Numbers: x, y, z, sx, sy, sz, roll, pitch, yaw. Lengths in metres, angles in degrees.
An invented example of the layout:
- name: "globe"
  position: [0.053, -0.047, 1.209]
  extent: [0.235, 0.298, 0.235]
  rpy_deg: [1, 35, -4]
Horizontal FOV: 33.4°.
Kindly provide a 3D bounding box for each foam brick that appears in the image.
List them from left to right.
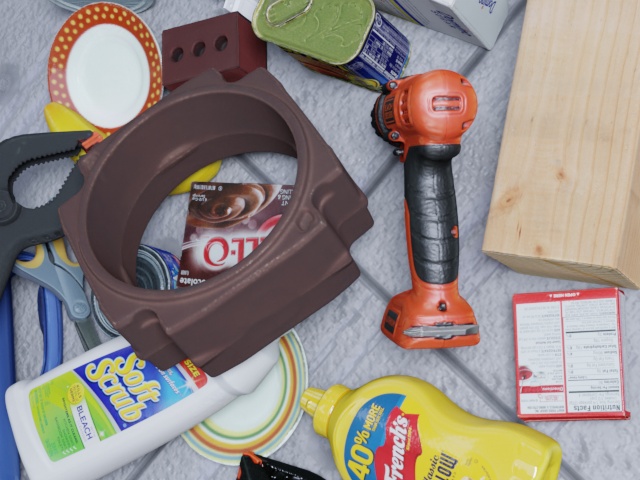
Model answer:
- name: "foam brick"
  position: [-0.090, -0.154, 0.904]
  extent: [0.078, 0.051, 0.053]
  rpy_deg: [-10, 75, 26]

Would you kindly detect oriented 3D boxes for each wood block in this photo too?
- name: "wood block"
  position: [0.182, -0.080, 0.724]
  extent: [0.090, 0.090, 0.206]
  rpy_deg: [8, 83, 28]

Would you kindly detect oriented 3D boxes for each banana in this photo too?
- name: "banana"
  position: [-0.162, -0.076, 0.929]
  extent: [0.198, 0.037, 0.069]
  rpy_deg: [9, 81, 22]

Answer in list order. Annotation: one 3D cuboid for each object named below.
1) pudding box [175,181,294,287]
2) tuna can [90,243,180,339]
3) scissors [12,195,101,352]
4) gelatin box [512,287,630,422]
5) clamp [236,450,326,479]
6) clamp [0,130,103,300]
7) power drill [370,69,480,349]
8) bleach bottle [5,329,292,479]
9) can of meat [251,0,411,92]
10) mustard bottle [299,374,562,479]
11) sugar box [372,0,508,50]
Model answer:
- name: "pudding box"
  position: [-0.056, 0.001, 0.860]
  extent: [0.114, 0.039, 0.090]
  rpy_deg: [3, 81, 28]
- name: "tuna can"
  position: [-0.152, 0.046, 0.904]
  extent: [0.086, 0.033, 0.086]
  rpy_deg: [-6, 77, 26]
- name: "scissors"
  position: [-0.229, 0.054, 0.919]
  extent: [0.016, 0.096, 0.202]
  rpy_deg: [-38, 57, 54]
- name: "gelatin box"
  position: [0.172, 0.079, 0.731]
  extent: [0.073, 0.030, 0.089]
  rpy_deg: [-6, 77, 25]
- name: "clamp"
  position: [-0.006, 0.198, 0.752]
  extent: [0.172, 0.120, 0.039]
  rpy_deg: [18, 93, 33]
- name: "clamp"
  position: [-0.261, -0.014, 0.884]
  extent: [0.210, 0.036, 0.164]
  rpy_deg: [-31, 87, -10]
- name: "power drill"
  position: [0.068, -0.023, 0.753]
  extent: [0.057, 0.184, 0.188]
  rpy_deg: [-4, 94, -5]
- name: "bleach bottle"
  position: [-0.128, 0.105, 0.840]
  extent: [0.251, 0.068, 0.102]
  rpy_deg: [-31, 67, 18]
- name: "can of meat"
  position: [0.011, -0.160, 0.834]
  extent: [0.102, 0.083, 0.057]
  rpy_deg: [24, 91, 29]
- name: "mustard bottle"
  position: [0.066, 0.149, 0.754]
  extent: [0.192, 0.058, 0.096]
  rpy_deg: [22, 101, 30]
- name: "sugar box"
  position: [0.051, -0.205, 0.818]
  extent: [0.176, 0.093, 0.048]
  rpy_deg: [24, 91, 28]
